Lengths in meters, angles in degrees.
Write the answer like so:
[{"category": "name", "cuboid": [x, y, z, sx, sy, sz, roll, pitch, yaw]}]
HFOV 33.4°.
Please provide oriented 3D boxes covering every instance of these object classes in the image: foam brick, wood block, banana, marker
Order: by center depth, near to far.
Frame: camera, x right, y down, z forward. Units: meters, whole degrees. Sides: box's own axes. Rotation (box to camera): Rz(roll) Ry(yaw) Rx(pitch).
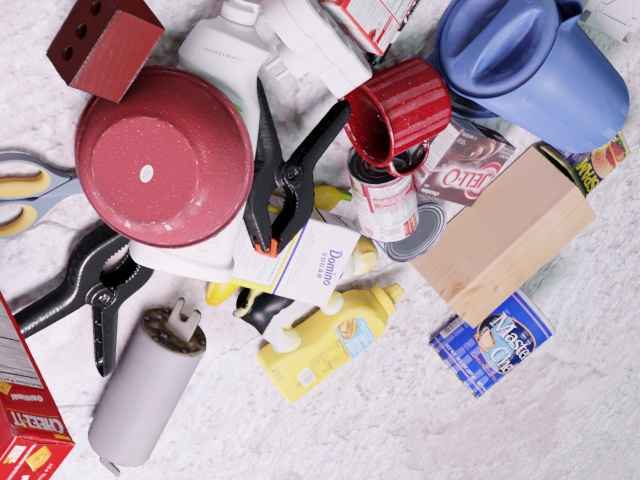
[{"category": "foam brick", "cuboid": [-0.172, -0.160, 0.858, 0.051, 0.053, 0.078, 17, 116, -47]}, {"category": "marker", "cuboid": [0.080, -0.222, 1.030, 0.020, 0.020, 0.121, 9, 122, -44]}, {"category": "banana", "cuboid": [-0.049, -0.002, 1.132, 0.197, 0.037, 0.069, -36, 140, -4]}, {"category": "wood block", "cuboid": [0.224, -0.002, 1.311, 0.206, 0.091, 0.090, -43, 142, 5]}]

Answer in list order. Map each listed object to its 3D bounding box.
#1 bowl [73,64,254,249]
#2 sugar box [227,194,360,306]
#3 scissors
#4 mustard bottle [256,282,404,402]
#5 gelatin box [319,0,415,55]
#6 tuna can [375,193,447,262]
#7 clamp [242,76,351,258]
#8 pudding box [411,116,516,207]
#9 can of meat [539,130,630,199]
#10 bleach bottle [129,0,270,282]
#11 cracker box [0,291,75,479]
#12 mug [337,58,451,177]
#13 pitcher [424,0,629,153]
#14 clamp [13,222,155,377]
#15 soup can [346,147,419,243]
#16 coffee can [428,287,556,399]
[{"category": "bowl", "cuboid": [-0.140, -0.064, 0.898, 0.162, 0.162, 0.055, -54, -178, 18]}, {"category": "sugar box", "cuboid": [-0.057, 0.001, 1.076, 0.176, 0.048, 0.093, 16, 111, -29]}, {"category": "scissors", "cuboid": [-0.227, -0.038, 0.968, 0.201, 0.016, 0.096, 6, 126, -42]}, {"category": "mustard bottle", "cuboid": [0.020, 0.112, 1.286, 0.191, 0.058, 0.096, -35, 141, -5]}, {"category": "gelatin box", "cuboid": [0.045, -0.223, 0.976, 0.073, 0.030, 0.089, -61, 143, -6]}, {"category": "tuna can", "cuboid": [0.103, -0.017, 1.243, 0.086, 0.034, 0.086, -22, 139, -21]}, {"category": "clamp", "cuboid": [-0.043, -0.072, 1.013, 0.120, 0.039, 0.171, 20, 85, -28]}, {"category": "pudding box", "cuboid": [0.157, -0.089, 1.211, 0.113, 0.039, 0.090, 12, 120, -45]}, {"category": "can of meat", "cuboid": [0.328, -0.110, 1.317, 0.084, 0.057, 0.102, -44, 143, 2]}, {"category": "bleach bottle", "cuboid": [-0.095, -0.092, 0.951, 0.102, 0.068, 0.251, 13, 110, -16]}, {"category": "cracker box", "cuboid": [-0.314, 0.153, 0.926, 0.072, 0.214, 0.164, 20, 114, -48]}, {"category": "mug", "cuboid": [0.079, -0.120, 1.067, 0.081, 0.093, 0.117, -27, 114, -22]}, {"category": "pitcher", "cuboid": [0.224, -0.172, 1.125, 0.242, 0.149, 0.145, 21, 98, -52]}, {"category": "clamp", "cuboid": [-0.228, 0.049, 1.034, 0.164, 0.036, 0.210, 9, 120, -49]}, {"category": "soup can", "cuboid": [0.069, -0.053, 1.152, 0.068, 0.069, 0.102, -30, 142, -12]}, {"category": "coffee can", "cuboid": [0.231, 0.131, 1.442, 0.140, 0.103, 0.102, -41, 142, 2]}]
